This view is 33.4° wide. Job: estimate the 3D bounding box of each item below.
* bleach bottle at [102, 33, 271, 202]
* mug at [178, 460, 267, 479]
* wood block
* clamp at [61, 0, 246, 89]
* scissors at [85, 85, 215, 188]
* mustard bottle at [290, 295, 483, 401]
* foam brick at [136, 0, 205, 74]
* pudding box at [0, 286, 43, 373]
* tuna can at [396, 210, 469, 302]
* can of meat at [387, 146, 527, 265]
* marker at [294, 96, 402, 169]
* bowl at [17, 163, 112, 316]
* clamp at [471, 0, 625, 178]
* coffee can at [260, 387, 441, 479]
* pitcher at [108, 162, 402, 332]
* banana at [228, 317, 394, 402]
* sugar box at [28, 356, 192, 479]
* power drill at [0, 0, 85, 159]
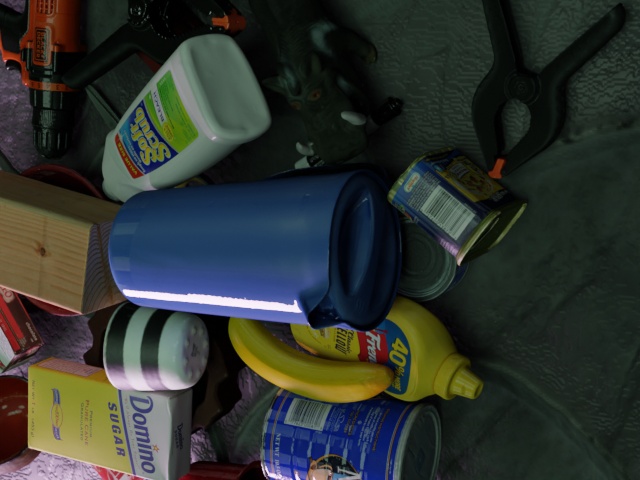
[{"bbox_3d":[-0.142,-0.089,0.987,0.251,0.067,0.102,-34,76,52],"label":"bleach bottle"},{"bbox_3d":[-0.092,0.276,1.092,0.082,0.093,0.117,-2,137,32],"label":"mug"},{"bbox_3d":[-0.287,-0.005,1.056,0.206,0.090,0.091,16,107,23],"label":"wood block"},{"bbox_3d":[-0.161,-0.219,0.975,0.210,0.036,0.164,6,103,32],"label":"clamp"},{"bbox_3d":[-0.165,-0.085,1.081,0.096,0.016,0.202,-24,90,28],"label":"scissors"},{"bbox_3d":[0.061,0.091,0.960,0.192,0.058,0.096,26,129,30],"label":"mustard bottle"},{"bbox_3d":[-0.140,-0.189,1.023,0.078,0.052,0.051,47,117,10],"label":"foam brick"},{"bbox_3d":[-0.350,0.093,1.177,0.090,0.039,0.114,61,149,4],"label":"pudding box"},{"bbox_3d":[0.089,0.012,0.961,0.086,0.033,0.086,6,104,26],"label":"tuna can"},{"bbox_3d":[0.115,-0.032,0.900,0.084,0.101,0.057,41,116,16],"label":"can of meat"},{"bbox_3d":[0.026,-0.094,0.978,0.121,0.020,0.020,-33,85,29],"label":"marker"},{"bbox_3d":[-0.262,-0.004,1.127,0.162,0.055,0.162,6,104,26],"label":"bowl"},{"bbox_3d":[0.180,-0.132,0.880,0.120,0.039,0.171,15,113,28],"label":"clamp"},{"bbox_3d":[0.030,0.191,0.993,0.140,0.102,0.103,6,104,26],"label":"coffee can"},{"bbox_3d":[-0.056,0.001,0.933,0.243,0.149,0.145,1,89,30],"label":"pitcher"},{"bbox_3d":[-0.019,0.109,0.975,0.198,0.037,0.070,24,130,31],"label":"banana"},{"bbox_3d":[-0.216,0.181,1.085,0.176,0.048,0.093,8,103,26],"label":"sugar box"},{"bbox_3d":[-0.332,-0.187,1.122,0.188,0.057,0.184,12,103,22],"label":"power drill"}]
